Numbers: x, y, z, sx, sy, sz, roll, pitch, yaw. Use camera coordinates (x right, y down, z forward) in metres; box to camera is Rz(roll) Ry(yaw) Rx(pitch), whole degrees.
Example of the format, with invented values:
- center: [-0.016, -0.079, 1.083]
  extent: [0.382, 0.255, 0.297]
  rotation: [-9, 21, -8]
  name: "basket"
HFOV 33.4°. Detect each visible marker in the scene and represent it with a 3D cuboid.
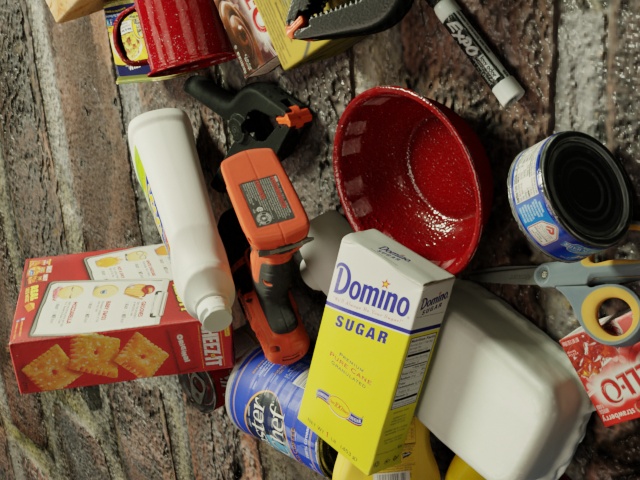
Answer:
- center: [0.108, -0.150, 0.788]
  extent: [0.121, 0.020, 0.020]
  rotation: [56, 143, 14]
  name: "marker"

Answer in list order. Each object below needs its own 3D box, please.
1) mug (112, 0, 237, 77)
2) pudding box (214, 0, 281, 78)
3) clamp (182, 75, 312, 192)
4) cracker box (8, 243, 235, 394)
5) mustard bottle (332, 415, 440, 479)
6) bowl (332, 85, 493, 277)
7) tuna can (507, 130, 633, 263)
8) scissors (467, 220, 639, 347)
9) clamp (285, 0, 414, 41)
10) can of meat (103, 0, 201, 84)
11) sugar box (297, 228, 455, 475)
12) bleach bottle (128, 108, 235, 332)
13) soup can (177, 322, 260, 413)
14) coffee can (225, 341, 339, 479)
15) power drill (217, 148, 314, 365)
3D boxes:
- center: [-0.139, -0.201, 1.002]
  extent: [0.093, 0.117, 0.081]
  rotation: [-47, -56, -80]
  name: "mug"
- center: [-0.052, -0.212, 0.940]
  extent: [0.090, 0.039, 0.113]
  rotation: [-23, 90, 54]
  name: "pudding box"
- center: [-0.075, -0.118, 1.025]
  extent: [0.172, 0.039, 0.120]
  rotation: [-17, 100, 51]
  name: "clamp"
- center: [-0.200, 0.075, 1.100]
  extent: [0.164, 0.213, 0.072]
  rotation: [-106, 11, -60]
  name: "cracker box"
- center: [0.056, 0.149, 0.953]
  extent: [0.058, 0.096, 0.191]
  rotation: [-154, 61, -82]
  name: "mustard bottle"
- center: [0.083, -0.050, 0.846]
  extent: [0.162, 0.055, 0.162]
  rotation: [29, 130, 40]
  name: "bowl"
- center: [0.170, -0.030, 0.721]
  extent: [0.034, 0.085, 0.086]
  rotation: [-31, 84, 53]
  name: "tuna can"
- center: [0.175, 0.043, 0.786]
  extent: [0.202, 0.016, 0.096]
  rotation: [-28, 55, 54]
  name: "scissors"
- center: [0.059, -0.206, 0.749]
  extent: [0.210, 0.036, 0.165]
  rotation: [-47, 71, 24]
  name: "clamp"
- center: [-0.174, -0.206, 1.085]
  extent: [0.102, 0.057, 0.084]
  rotation: [6, 112, 50]
  name: "can of meat"
- center: [0.041, 0.089, 0.859]
  extent: [0.093, 0.048, 0.176]
  rotation: [32, 121, 39]
  name: "sugar box"
- center: [-0.131, -0.016, 1.047]
  extent: [0.102, 0.068, 0.251]
  rotation: [88, 164, -45]
  name: "bleach bottle"
- center: [-0.092, 0.132, 1.131]
  extent: [0.069, 0.102, 0.068]
  rotation: [29, 130, 40]
  name: "soup can"
- center: [-0.011, 0.165, 1.047]
  extent: [0.141, 0.102, 0.103]
  rotation: [18, 123, 46]
  name: "coffee can"
- center: [-0.057, 0.001, 1.002]
  extent: [0.188, 0.057, 0.184]
  rotation: [92, 156, -55]
  name: "power drill"
